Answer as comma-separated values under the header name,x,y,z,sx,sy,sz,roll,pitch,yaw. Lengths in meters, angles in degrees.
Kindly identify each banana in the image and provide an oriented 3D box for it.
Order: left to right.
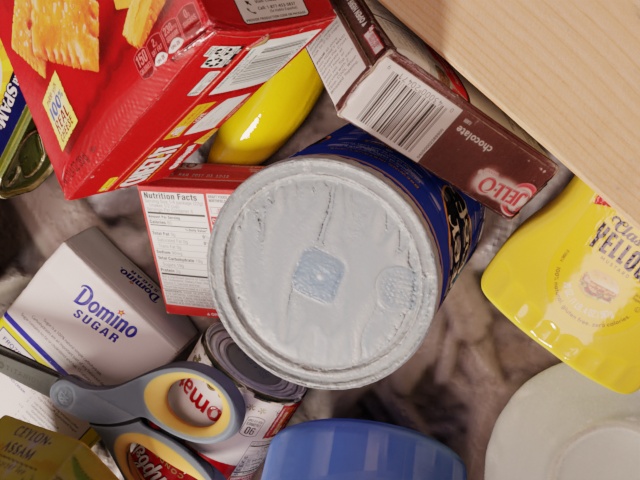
name,x,y,z,sx,sy,sz,roll,pitch,yaw
banana,-0.014,-0.118,0.550,0.070,0.037,0.198,26,110,41

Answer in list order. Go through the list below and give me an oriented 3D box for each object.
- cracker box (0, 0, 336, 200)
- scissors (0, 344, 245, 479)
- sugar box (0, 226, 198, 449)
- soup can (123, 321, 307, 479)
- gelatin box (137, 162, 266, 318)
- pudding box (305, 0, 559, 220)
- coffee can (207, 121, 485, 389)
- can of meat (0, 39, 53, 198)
name,x,y,z,sx,sy,sz,roll,pitch,yaw
cracker box,-0.102,-0.149,0.489,0.164,0.071,0.214,-33,78,50
scissors,-0.121,0.073,0.578,0.202,0.016,0.096,38,110,12
sugar box,-0.162,0.084,0.644,0.093,0.048,0.176,45,109,0
soup can,-0.059,0.105,0.605,0.068,0.068,0.102,34,111,6
gelatin box,-0.054,0.001,0.583,0.073,0.030,0.089,4,124,16
pudding box,0.047,-0.067,0.488,0.113,0.090,0.039,30,113,-34
coffee can,0.019,-0.002,0.512,0.103,0.140,0.103,5,106,16
can of meat,-0.180,-0.089,0.596,0.084,0.057,0.102,35,111,8
